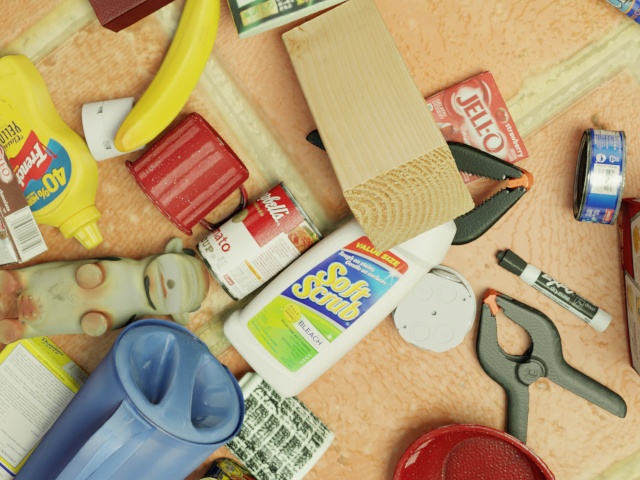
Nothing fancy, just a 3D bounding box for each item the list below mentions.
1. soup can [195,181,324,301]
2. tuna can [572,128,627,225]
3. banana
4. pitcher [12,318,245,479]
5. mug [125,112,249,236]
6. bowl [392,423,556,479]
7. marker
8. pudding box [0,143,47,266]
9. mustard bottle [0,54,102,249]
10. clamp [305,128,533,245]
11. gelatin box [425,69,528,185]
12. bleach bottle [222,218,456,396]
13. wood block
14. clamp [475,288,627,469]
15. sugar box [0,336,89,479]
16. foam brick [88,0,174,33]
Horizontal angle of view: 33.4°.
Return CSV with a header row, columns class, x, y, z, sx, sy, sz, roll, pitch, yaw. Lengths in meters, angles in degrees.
class,x,y,z,sx,sy,sz,roll,pitch,yaw
soup can,-0.057,0.001,0.995,0.102,0.068,0.068,-36,91,2
tuna can,0.249,-0.057,0.956,0.034,0.086,0.086,6,95,6
banana,-0.136,-0.165,0.989,0.037,0.069,0.198,18,83,31
pitcher,-0.193,0.195,0.964,0.149,0.145,0.243,21,125,-35
mug,-0.113,-0.057,0.997,0.081,0.093,0.117,-41,118,3
bowl,0.150,0.235,0.993,0.162,0.055,0.162,6,108,20
marker,0.217,0.045,1.001,0.121,0.020,0.020,33,97,2
pudding box,-0.319,-0.029,1.011,0.090,0.039,0.113,-9,105,39
mustard bottle,-0.268,-0.075,1.020,0.096,0.058,0.191,-34,92,19
clamp,0.086,-0.047,0.979,0.210,0.036,0.164,-17,92,23
gelatin box,0.141,-0.103,0.990,0.073,0.030,0.089,-24,92,7
bleach bottle,0.028,0.028,0.964,0.102,0.068,0.251,47,111,7
wood block,0.046,-0.104,0.913,0.091,0.090,0.206,-26,49,7
clamp,0.192,0.129,1.002,0.120,0.039,0.171,-39,91,5
sugar box,-0.312,0.179,1.054,0.093,0.048,0.176,43,101,1
foam brick,-0.177,-0.238,1.001,0.078,0.051,0.053,-27,91,7
